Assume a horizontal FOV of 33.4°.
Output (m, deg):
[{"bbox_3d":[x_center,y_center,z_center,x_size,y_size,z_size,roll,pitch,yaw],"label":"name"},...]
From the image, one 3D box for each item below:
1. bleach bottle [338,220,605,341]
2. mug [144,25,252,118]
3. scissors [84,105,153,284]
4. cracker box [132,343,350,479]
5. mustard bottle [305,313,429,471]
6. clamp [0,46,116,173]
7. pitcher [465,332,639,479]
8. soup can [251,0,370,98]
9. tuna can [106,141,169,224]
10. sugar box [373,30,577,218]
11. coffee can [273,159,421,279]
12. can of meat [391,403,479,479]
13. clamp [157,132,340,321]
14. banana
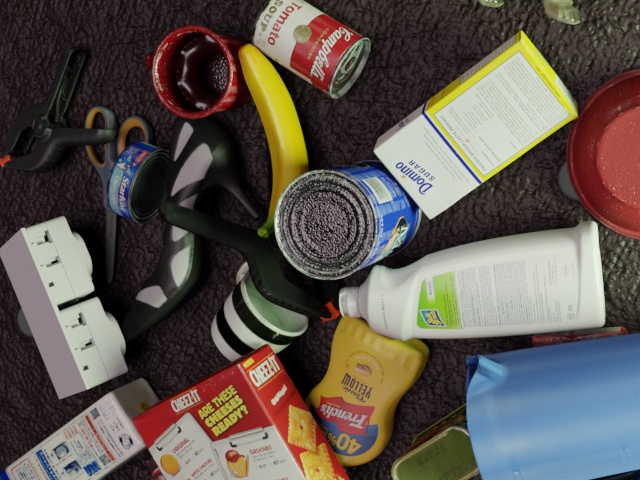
[{"bbox_3d":[0.141,0.043,1.025,0.251,0.068,0.102,-5,98,16],"label":"bleach bottle"},{"bbox_3d":[-0.126,-0.177,1.111,0.117,0.081,0.093,13,103,20],"label":"mug"},{"bbox_3d":[-0.220,-0.054,1.203,0.096,0.016,0.202,-9,94,25],"label":"scissors"},{"bbox_3d":[-0.071,0.235,1.099,0.164,0.072,0.214,-30,90,31],"label":"cracker box"},{"bbox_3d":[0.034,0.174,1.109,0.096,0.058,0.192,28,108,17],"label":"mustard bottle"},{"bbox_3d":[-0.298,-0.122,1.207,0.172,0.039,0.120,-43,61,29],"label":"clamp"},{"bbox_3d":[0.258,0.154,0.952,0.243,0.149,0.145,-13,78,18],"label":"pitcher"},{"bbox_3d":[-0.010,-0.197,1.068,0.102,0.068,0.068,34,109,15],"label":"soup can"},{"bbox_3d":[-0.193,-0.063,1.154,0.034,0.086,0.086,21,105,20],"label":"tuna can"},{"bbox_3d":[0.147,-0.108,1.017,0.176,0.048,0.093,-35,103,25],"label":"sugar box"},{"bbox_3d":[0.030,-0.023,1.037,0.103,0.140,0.103,3,99,22],"label":"coffee can"},{"bbox_3d":[0.127,0.212,1.061,0.102,0.083,0.057,-37,83,23],"label":"can of meat"},{"bbox_3d":[-0.057,0.001,1.094,0.210,0.164,0.036,60,156,-3],"label":"clamp"},{"bbox_3d":[-0.043,-0.099,1.072,0.037,0.069,0.198,-14,79,30],"label":"banana"}]
